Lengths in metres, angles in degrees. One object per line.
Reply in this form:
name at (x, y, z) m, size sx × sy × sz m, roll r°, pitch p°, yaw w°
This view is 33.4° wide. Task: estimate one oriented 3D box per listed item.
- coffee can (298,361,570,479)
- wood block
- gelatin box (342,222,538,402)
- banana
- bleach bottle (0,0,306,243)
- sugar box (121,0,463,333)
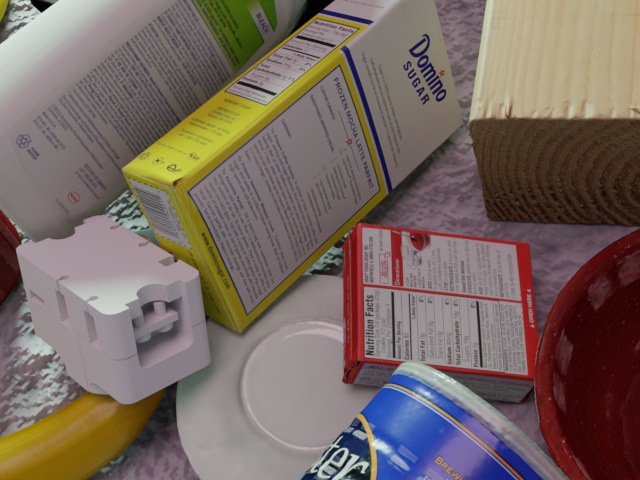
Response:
coffee can at (0.024, 0.133, 0.417) m, size 0.103 × 0.102 × 0.140 m, roll 36°, pitch 74°, yaw 31°
wood block at (0.138, -0.118, 0.552) m, size 0.091 × 0.090 × 0.206 m, roll 3°, pitch 60°, yaw 18°
gelatin box at (0.055, 0.034, 0.497) m, size 0.089 × 0.030 × 0.073 m, roll 6°, pitch 57°, yaw -9°
banana at (-0.170, 0.105, 0.512) m, size 0.197 × 0.069 × 0.037 m, roll -6°, pitch 19°, yaw -4°
bleach bottle at (-0.068, -0.105, 0.540) m, size 0.250 × 0.102 × 0.068 m, roll -39°, pitch 52°, yaw -7°
sugar box at (-0.006, -0.048, 0.526) m, size 0.048 × 0.093 × 0.176 m, roll 21°, pitch 54°, yaw 40°
